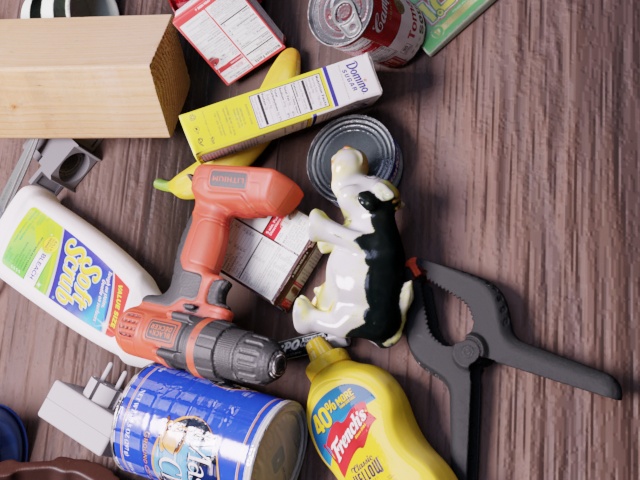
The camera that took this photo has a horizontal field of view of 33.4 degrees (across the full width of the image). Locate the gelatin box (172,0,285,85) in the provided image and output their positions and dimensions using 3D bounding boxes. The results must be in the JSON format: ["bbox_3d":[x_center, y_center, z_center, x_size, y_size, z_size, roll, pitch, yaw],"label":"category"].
[{"bbox_3d":[-0.088,-0.206,1.043,0.073,0.089,0.030,-31,31,19],"label":"gelatin box"}]

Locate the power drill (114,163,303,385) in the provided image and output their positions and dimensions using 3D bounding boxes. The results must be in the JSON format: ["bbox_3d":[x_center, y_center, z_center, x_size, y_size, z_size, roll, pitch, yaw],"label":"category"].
[{"bbox_3d":[-0.082,0.028,0.925,0.185,0.057,0.187,8,70,36],"label":"power drill"}]

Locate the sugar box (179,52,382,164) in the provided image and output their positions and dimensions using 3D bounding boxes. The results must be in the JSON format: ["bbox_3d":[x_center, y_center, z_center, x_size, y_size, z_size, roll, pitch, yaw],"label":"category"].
[{"bbox_3d":[-0.036,-0.119,0.969,0.176,0.093,0.048,-21,92,-3],"label":"sugar box"}]

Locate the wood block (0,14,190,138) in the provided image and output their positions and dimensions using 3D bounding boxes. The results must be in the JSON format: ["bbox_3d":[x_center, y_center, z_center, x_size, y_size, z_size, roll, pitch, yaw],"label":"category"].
[{"bbox_3d":[-0.245,-0.161,1.060,0.206,0.090,0.090,0,46,11],"label":"wood block"}]

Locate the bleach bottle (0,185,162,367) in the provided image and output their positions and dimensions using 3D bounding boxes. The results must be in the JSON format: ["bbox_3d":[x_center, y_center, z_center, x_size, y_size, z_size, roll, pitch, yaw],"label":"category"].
[{"bbox_3d":[-0.210,0.044,1.037,0.251,0.068,0.102,29,86,24],"label":"bleach bottle"}]

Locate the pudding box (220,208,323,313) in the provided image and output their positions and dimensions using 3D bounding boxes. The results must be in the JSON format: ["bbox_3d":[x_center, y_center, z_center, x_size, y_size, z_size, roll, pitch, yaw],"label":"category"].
[{"bbox_3d":[-0.056,0.001,1.001,0.114,0.039,0.090,30,88,28],"label":"pudding box"}]

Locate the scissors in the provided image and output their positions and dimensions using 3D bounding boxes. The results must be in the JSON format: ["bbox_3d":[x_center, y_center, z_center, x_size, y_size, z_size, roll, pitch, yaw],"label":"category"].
[{"bbox_3d":[-0.351,-0.024,1.115,0.096,0.016,0.202,20,96,33],"label":"scissors"}]

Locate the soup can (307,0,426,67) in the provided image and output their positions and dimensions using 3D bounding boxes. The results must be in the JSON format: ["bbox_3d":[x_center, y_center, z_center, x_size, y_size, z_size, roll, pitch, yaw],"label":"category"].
[{"bbox_3d":[0.044,-0.200,0.975,0.069,0.102,0.068,-3,85,34],"label":"soup can"}]

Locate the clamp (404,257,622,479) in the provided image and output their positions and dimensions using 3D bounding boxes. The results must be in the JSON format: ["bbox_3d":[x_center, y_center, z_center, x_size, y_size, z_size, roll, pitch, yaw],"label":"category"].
[{"bbox_3d":[0.141,0.093,0.892,0.165,0.036,0.210,-34,63,19],"label":"clamp"}]

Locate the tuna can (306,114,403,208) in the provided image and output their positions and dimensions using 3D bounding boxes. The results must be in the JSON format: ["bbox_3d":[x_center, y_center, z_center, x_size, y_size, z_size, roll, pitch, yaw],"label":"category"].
[{"bbox_3d":[0.033,-0.071,0.988,0.086,0.033,0.086,-6,73,20],"label":"tuna can"}]

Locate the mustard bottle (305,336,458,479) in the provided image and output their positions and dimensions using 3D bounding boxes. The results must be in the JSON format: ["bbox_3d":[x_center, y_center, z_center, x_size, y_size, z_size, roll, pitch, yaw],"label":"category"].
[{"bbox_3d":[0.039,0.163,0.900,0.096,0.058,0.192,-48,59,32],"label":"mustard bottle"}]

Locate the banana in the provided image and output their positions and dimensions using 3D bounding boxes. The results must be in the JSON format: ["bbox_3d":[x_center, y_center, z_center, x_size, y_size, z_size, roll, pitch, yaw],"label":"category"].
[{"bbox_3d":[-0.081,-0.103,1.041,0.198,0.037,0.070,-43,65,6],"label":"banana"}]

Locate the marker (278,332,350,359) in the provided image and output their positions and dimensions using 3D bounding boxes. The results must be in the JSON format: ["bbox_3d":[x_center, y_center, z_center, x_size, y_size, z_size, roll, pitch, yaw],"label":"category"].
[{"bbox_3d":[-0.032,0.100,0.972,0.121,0.020,0.020,-15,70,17],"label":"marker"}]

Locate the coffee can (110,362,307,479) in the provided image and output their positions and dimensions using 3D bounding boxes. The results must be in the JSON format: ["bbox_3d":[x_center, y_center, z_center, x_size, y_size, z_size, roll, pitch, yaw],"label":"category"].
[{"bbox_3d":[-0.096,0.172,0.931,0.140,0.102,0.103,13,80,25],"label":"coffee can"}]
